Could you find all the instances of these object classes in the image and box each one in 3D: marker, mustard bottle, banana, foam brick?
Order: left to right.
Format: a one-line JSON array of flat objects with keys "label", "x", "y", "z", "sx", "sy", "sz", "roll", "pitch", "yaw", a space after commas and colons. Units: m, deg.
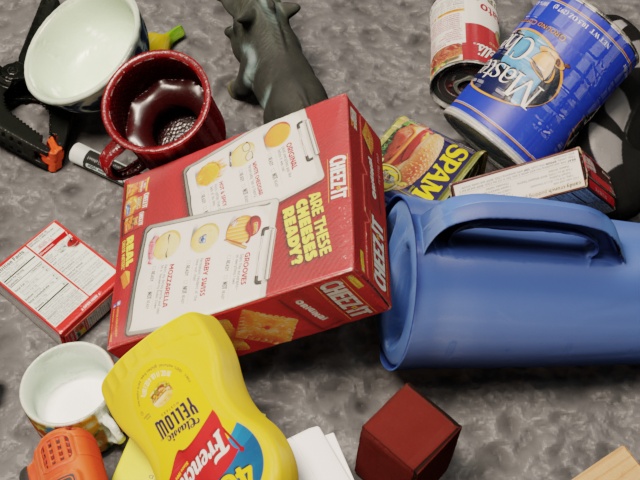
[{"label": "marker", "x": -0.168, "y": -0.055, "z": 0.944, "sx": 0.121, "sy": 0.020, "sz": 0.020, "roll": 25, "pitch": 58, "yaw": 15}, {"label": "banana", "x": -0.137, "y": -0.132, "z": 0.987, "sx": 0.069, "sy": 0.037, "sz": 0.198, "roll": -15, "pitch": 57, "yaw": -10}, {"label": "mustard bottle", "x": -0.069, "y": 0.149, "z": 0.716, "sx": 0.096, "sy": 0.058, "sz": 0.192, "roll": -38, "pitch": 66, "yaw": 12}, {"label": "foam brick", "x": 0.062, "y": 0.152, "z": 0.774, "sx": 0.051, "sy": 0.078, "sz": 0.053, "roll": 38, "pitch": 60, "yaw": 22}]

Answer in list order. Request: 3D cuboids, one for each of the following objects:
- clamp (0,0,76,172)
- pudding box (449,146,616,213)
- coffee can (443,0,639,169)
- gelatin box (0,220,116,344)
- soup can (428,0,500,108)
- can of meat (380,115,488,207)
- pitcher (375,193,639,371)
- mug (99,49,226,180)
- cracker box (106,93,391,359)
[{"label": "clamp", "x": -0.296, "y": -0.146, "z": 0.988, "sx": 0.164, "sy": 0.036, "sz": 0.210, "roll": -15, "pitch": 59, "yaw": -22}, {"label": "pudding box", "x": 0.175, "y": -0.036, "z": 0.874, "sx": 0.114, "sy": 0.089, "sz": 0.039, "roll": -18, "pitch": 71, "yaw": 25}, {"label": "coffee can", "x": 0.190, "y": -0.132, "z": 0.926, "sx": 0.103, "sy": 0.102, "sz": 0.140, "roll": 41, "pitch": 92, "yaw": 23}, {"label": "gelatin box", "x": -0.214, "y": 0.035, "z": 0.874, "sx": 0.089, "sy": 0.030, "sz": 0.073, "roll": 35, "pitch": 62, "yaw": 20}, {"label": "soup can", "x": 0.137, "y": -0.182, "z": 1.013, "sx": 0.068, "sy": 0.068, "sz": 0.102, "roll": 4, "pitch": 55, "yaw": 0}, {"label": "can of meat", "x": 0.084, "y": -0.052, "z": 0.929, "sx": 0.084, "sy": 0.057, "sz": 0.102, "roll": 29, "pitch": 59, "yaw": 20}, {"label": "pitcher", "x": 0.167, "y": 0.032, "z": 0.810, "sx": 0.242, "sy": 0.149, "sz": 0.145, "roll": 3, "pitch": 100, "yaw": -10}, {"label": "mug", "x": -0.136, "y": -0.093, "z": 0.901, "sx": 0.117, "sy": 0.081, "sz": 0.093, "roll": -44, "pitch": 70, "yaw": -6}, {"label": "cracker box", "x": -0.055, "y": 0.001, "z": 0.823, "sx": 0.214, "sy": 0.072, "sz": 0.164, "roll": -19, "pitch": 52, "yaw": 23}]
